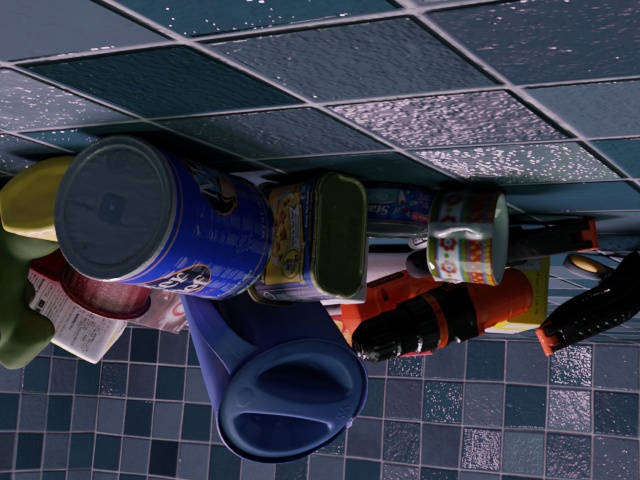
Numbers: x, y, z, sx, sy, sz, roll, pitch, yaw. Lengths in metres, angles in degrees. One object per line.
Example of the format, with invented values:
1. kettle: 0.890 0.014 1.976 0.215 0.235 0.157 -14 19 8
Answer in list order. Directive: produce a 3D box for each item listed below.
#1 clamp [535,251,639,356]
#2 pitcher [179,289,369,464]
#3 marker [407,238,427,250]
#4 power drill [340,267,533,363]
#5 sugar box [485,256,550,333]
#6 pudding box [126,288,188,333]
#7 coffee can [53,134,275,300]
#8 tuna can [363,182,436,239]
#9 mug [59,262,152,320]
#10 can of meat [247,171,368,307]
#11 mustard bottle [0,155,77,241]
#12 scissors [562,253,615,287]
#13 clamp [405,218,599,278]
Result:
1. clamp: 0.297 0.050 1.025 0.209 0.036 0.165 -27 -176 -30
2. pitcher: -0.064 0.069 0.964 0.144 0.149 0.243 -6 -147 -19
3. marker: 0.113 -0.006 1.042 0.020 0.020 0.121 6 172 -14
4. power drill: 0.088 0.071 1.039 0.184 0.057 0.188 -15 -173 -20
5. sugar box: 0.202 0.048 1.128 0.048 0.093 0.176 5 172 -1
6. pudding box: -0.147 0.041 1.110 0.113 0.039 0.089 -45 149 13
7. coffee can: -0.112 -0.013 0.792 0.103 0.103 0.140 0 171 28
8. tuna can: 0.055 -0.024 0.888 0.086 0.034 0.086 4 172 0
9. mug: -0.202 0.009 1.024 0.117 0.082 0.093 37 -152 19
10. can of meat: -0.010 -0.001 0.846 0.057 0.102 0.084 11 167 -39
11. mustard bottle: -0.176 -0.023 0.906 0.096 0.058 0.191 -19 166 19
12. scissors: 0.333 0.034 1.213 0.096 0.016 0.201 30 -161 17
13. clamp: 0.166 0.008 0.984 0.172 0.039 0.120 -13 -175 39
